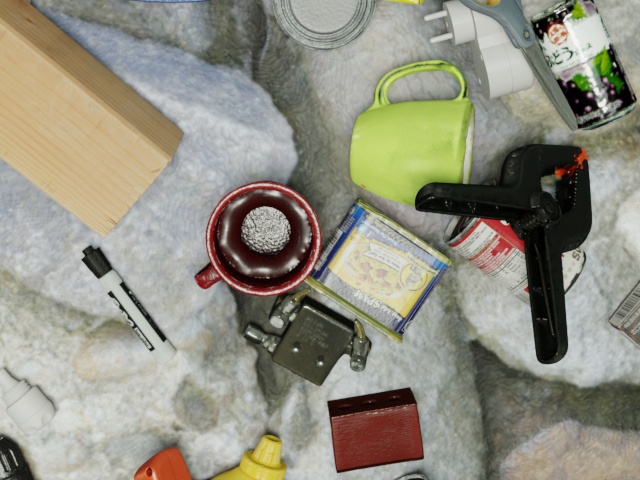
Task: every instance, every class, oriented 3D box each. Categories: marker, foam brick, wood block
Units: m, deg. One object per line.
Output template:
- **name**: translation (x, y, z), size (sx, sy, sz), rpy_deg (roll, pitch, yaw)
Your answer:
- **marker**: translation (-0.168, 0.055, 0.927), size (0.020, 0.020, 0.121), rpy_deg (-35, 98, 4)
- **foam brick**: translation (0.047, 0.165, 0.933), size (0.078, 0.053, 0.051), rpy_deg (-9, 99, -1)
- **wood block**: translation (-0.220, -0.110, 0.849), size (0.206, 0.090, 0.091), rpy_deg (40, 106, -13)

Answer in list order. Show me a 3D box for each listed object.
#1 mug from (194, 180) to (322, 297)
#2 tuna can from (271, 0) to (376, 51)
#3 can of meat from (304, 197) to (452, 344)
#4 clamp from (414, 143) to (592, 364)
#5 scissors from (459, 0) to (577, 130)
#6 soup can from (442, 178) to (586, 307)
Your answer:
- **mug**: translation (-0.056, 0.001, 0.890), size (0.117, 0.081, 0.093), rpy_deg (-39, 98, 4)
- **tuna can**: translation (0.002, -0.200, 0.886), size (0.086, 0.034, 0.086), rpy_deg (0, 99, -1)
- **can of meat**: translation (0.049, 0.024, 0.910), size (0.102, 0.057, 0.084), rpy_deg (33, 94, -7)
- **clamp**: translation (0.172, -0.009, 0.844), size (0.036, 0.209, 0.164), rpy_deg (-32, 93, 44)
- **scissors**: translation (0.162, -0.183, 0.847), size (0.201, 0.016, 0.096), rpy_deg (38, 65, -32)
- **soup can**: translation (0.164, 0.005, 0.903), size (0.102, 0.068, 0.068), rpy_deg (37, 96, -7)
